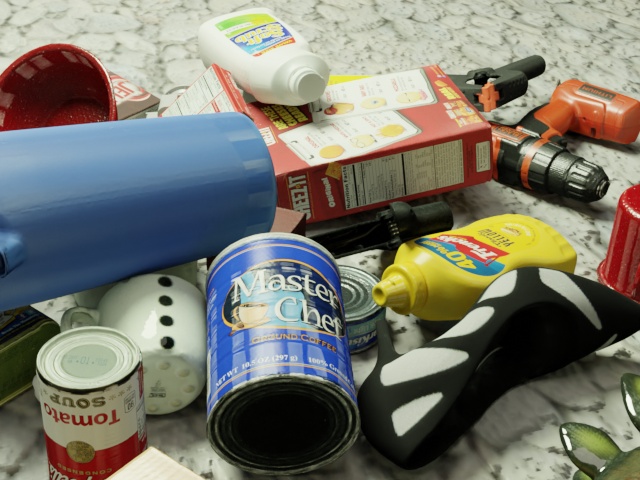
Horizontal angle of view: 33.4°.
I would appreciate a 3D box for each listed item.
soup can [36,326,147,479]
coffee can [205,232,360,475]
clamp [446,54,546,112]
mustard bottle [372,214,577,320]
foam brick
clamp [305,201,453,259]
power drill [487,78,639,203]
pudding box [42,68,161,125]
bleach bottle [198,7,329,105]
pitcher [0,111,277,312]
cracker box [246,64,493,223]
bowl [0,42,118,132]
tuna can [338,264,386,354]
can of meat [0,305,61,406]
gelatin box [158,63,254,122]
[{"bbox_3d":[-0.149,0.116,0.702,0.068,0.102,0.068,2,32,-1],"label":"soup can"},{"bbox_3d":[-0.030,0.078,0.752,0.102,0.103,0.140,-1,41,-5],"label":"coffee can"},{"bbox_3d":[0.170,-0.172,1.191,0.165,0.036,0.209,-7,16,13],"label":"clamp"},{"bbox_3d":[0.118,0.025,0.883,0.191,0.058,0.096,-14,33,-38],"label":"mustard bottle"},{"bbox_3d":[-0.056,0.001,0.939,0.078,0.053,0.051,13,34,16],"label":"foam brick"},{"bbox_3d":[0.070,-0.013,0.927,0.171,0.039,0.120,-14,-1,-45],"label":"clamp"},{"bbox_3d":[0.259,-0.107,1.127,0.187,0.057,0.185,-26,40,-38],"label":"power drill"},{"bbox_3d":[-0.240,-0.141,1.146,0.090,0.039,0.113,29,37,17],"label":"pudding box"},{"bbox_3d":[-0.048,-0.188,1.116,0.102,0.068,0.251,-16,25,-17],"label":"bleach bottle"},{"bbox_3d":[-0.166,-0.032,0.810,0.242,0.145,0.149,-12,68,-26],"label":"pitcher"},{"bbox_3d":[0.044,-0.097,1.062,0.213,0.072,0.164,-14,33,-7],"label":"cracker box"},{"bbox_3d":[-0.257,-0.109,1.052,0.162,0.162,0.055,20,-5,25],"label":"bowl"},{"bbox_3d":[0.012,0.055,0.875,0.086,0.034,0.086,2,32,-1],"label":"tuna can"},{"bbox_3d":[-0.256,0.079,0.798,0.084,0.057,0.101,24,38,29],"label":"can of meat"},{"bbox_3d":[-0.116,-0.121,1.073,0.030,0.089,0.073,25,31,-51],"label":"gelatin box"}]
